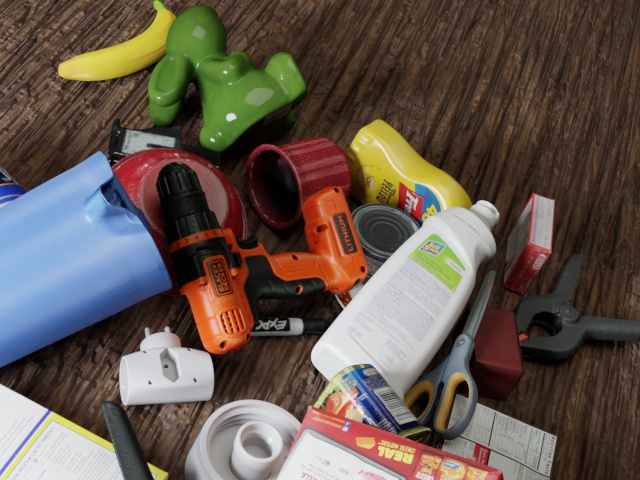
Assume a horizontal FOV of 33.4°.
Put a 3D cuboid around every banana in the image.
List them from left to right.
[{"bbox_3d":[-0.223,-0.229,1.268,0.070,0.037,0.197,19,40,23],"label":"banana"}]

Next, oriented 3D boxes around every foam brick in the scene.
[{"bbox_3d":[0.168,0.112,1.073,0.051,0.053,0.078,11,44,-11],"label":"foam brick"}]

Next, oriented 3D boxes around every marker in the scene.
[{"bbox_3d":[-0.050,0.084,1.043,0.121,0.020,0.020,1,48,-19],"label":"marker"}]

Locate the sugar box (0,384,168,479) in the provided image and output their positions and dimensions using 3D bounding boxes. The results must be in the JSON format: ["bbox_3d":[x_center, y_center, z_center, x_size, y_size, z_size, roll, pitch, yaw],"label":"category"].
[{"bbox_3d":[-0.223,0.191,0.861,0.176,0.048,0.093,25,46,9],"label":"sugar box"}]

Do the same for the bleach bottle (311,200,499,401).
[{"bbox_3d":[0.104,0.054,1.049,0.102,0.068,0.250,41,61,6],"label":"bleach bottle"}]

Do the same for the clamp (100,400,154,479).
[{"bbox_3d":[-0.139,0.227,0.782,0.210,0.036,0.164,31,58,23],"label":"clamp"}]

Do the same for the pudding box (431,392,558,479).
[{"bbox_3d":[0.160,0.203,0.994,0.113,0.039,0.090,24,44,0],"label":"pudding box"}]

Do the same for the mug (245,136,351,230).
[{"bbox_3d":[-0.029,-0.067,1.156,0.081,0.093,0.117,-18,20,-39],"label":"mug"}]

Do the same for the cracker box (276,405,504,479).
[{"bbox_3d":[0.027,0.252,0.800,0.164,0.072,0.213,15,64,22],"label":"cracker box"}]

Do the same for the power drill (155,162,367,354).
[{"bbox_3d":[-0.057,0.001,1.023,0.187,0.057,0.184,-14,84,-31],"label":"power drill"}]

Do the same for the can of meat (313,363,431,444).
[{"bbox_3d":[0.036,0.170,0.934,0.057,0.102,0.084,-5,45,-45],"label":"can of meat"}]

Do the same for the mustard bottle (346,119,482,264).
[{"bbox_3d":[0.110,-0.041,1.166,0.192,0.096,0.058,41,47,19],"label":"mustard bottle"}]

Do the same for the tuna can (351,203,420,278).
[{"bbox_3d":[0.065,0.001,1.124,0.086,0.034,0.086,10,44,-10],"label":"tuna can"}]

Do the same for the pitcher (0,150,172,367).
[{"bbox_3d":[-0.257,0.039,0.906,0.242,0.149,0.145,-28,32,-12],"label":"pitcher"}]

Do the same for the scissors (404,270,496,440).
[{"bbox_3d":[0.122,0.113,1.034,0.016,0.096,0.201,49,35,-28],"label":"scissors"}]

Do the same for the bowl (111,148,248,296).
[{"bbox_3d":[-0.141,-0.029,1.055,0.162,0.055,0.162,9,65,-19],"label":"bowl"}]

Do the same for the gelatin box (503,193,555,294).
[{"bbox_3d":[0.232,0.004,1.184,0.030,0.073,0.089,18,44,-3],"label":"gelatin box"}]

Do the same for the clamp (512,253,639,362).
[{"bbox_3d":[0.269,0.090,1.142,0.171,0.039,0.120,-33,60,-33],"label":"clamp"}]
